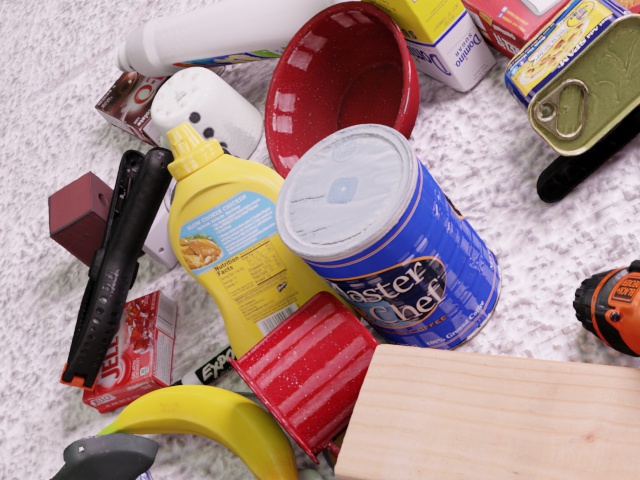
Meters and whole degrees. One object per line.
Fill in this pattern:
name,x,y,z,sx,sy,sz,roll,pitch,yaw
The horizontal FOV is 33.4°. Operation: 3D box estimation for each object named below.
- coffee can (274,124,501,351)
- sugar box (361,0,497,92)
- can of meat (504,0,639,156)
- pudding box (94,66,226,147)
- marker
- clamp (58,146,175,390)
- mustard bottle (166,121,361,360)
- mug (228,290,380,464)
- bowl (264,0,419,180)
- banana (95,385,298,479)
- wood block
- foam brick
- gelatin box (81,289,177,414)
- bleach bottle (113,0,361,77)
coffee can,0.049,0.003,0.726,0.103,0.140,0.103,-20,48,24
sugar box,0.064,-0.196,0.840,0.048,0.176,0.093,-45,42,-5
can of meat,0.181,-0.119,0.739,0.102,0.057,0.084,-44,23,15
pudding box,-0.162,-0.155,1.079,0.090,0.039,0.113,27,78,44
marker,-0.080,0.097,0.840,0.121,0.020,0.020,-36,44,9
clamp,-0.169,0.017,0.874,0.165,0.036,0.210,-144,73,-72
mustard bottle,-0.055,0.001,0.774,0.096,0.191,0.058,-28,10,15
mug,0.006,0.096,0.710,0.081,0.093,0.117,-40,72,-6
bowl,0.027,-0.109,0.868,0.162,0.055,0.162,-12,73,43
banana,-0.081,0.139,0.775,0.198,0.037,0.069,1,55,40
wood block,0.125,0.125,0.613,0.207,0.090,0.090,1,59,38
foam brick,-0.204,-0.014,0.976,0.051,0.078,0.053,-29,47,15
gelatin box,-0.160,0.093,0.895,0.073,0.030,0.089,-21,48,24
bleach bottle,-0.080,-0.191,0.986,0.251,0.102,0.068,-6,93,29
